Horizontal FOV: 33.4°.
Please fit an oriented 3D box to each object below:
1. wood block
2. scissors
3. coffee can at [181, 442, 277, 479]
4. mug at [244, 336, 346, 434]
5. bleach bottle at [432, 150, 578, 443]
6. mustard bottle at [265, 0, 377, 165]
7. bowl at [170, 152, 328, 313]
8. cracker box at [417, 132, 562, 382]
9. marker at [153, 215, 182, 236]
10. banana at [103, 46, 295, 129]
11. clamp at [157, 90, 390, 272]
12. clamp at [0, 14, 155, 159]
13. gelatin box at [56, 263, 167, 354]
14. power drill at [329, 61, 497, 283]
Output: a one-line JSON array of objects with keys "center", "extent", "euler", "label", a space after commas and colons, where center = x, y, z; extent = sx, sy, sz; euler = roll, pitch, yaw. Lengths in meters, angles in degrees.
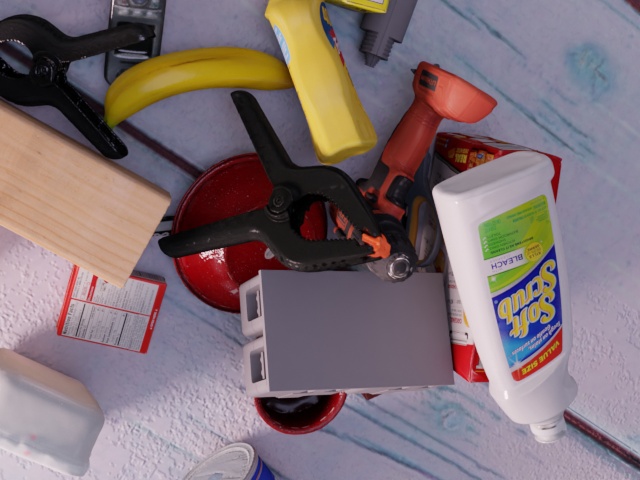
[{"center": [-0.241, -0.050, 0.930], "extent": [0.206, 0.091, 0.090], "euler": [29, 92, -12], "label": "wood block"}, {"center": [0.083, -0.069, 1.056], "extent": [0.016, 0.096, 0.202], "euler": [17, 66, -50], "label": "scissors"}, {"center": [-0.068, 0.285, 1.055], "extent": [0.103, 0.103, 0.140], "euler": [-37, 109, -5], "label": "coffee can"}, {"center": [-0.033, 0.121, 1.040], "extent": [0.093, 0.081, 0.117], "euler": [-25, 107, -8], "label": "mug"}, {"center": [0.176, 0.057, 0.917], "extent": [0.102, 0.068, 0.251], "euler": [-22, 108, -10], "label": "bleach bottle"}, {"center": [-0.006, -0.167, 0.971], "extent": [0.058, 0.096, 0.191], "euler": [-21, 87, 6], "label": "mustard bottle"}, {"center": [-0.057, 0.001, 1.008], "extent": [0.161, 0.055, 0.162], "euler": [-7, 109, -22], "label": "bowl"}, {"center": [0.155, 0.011, 1.021], "extent": [0.072, 0.164, 0.214], "euler": [3, 100, -15], "label": "cracker box"}, {"center": [-0.162, -0.012, 1.010], "extent": [0.121, 0.020, 0.020], "euler": [-6, 103, -13], "label": "marker"}, {"center": [-0.113, -0.146, 0.972], "extent": [0.197, 0.070, 0.037], "euler": [-16, 64, -14], "label": "banana"}, {"center": [-0.038, -0.022, 0.927], "extent": [0.164, 0.210, 0.036], "euler": [-59, 153, 0], "label": "clamp"}, {"center": [-0.225, -0.156, 0.922], "extent": [0.171, 0.039, 0.120], "euler": [26, 101, 0], "label": "clamp"}, {"center": [-0.198, 0.061, 1.011], "extent": [0.089, 0.030, 0.073], "euler": [15, 99, -17], "label": "gelatin box"}, {"center": [0.081, -0.063, 0.966], "extent": [0.057, 0.184, 0.188], "euler": [29, 100, -22], "label": "power drill"}]
